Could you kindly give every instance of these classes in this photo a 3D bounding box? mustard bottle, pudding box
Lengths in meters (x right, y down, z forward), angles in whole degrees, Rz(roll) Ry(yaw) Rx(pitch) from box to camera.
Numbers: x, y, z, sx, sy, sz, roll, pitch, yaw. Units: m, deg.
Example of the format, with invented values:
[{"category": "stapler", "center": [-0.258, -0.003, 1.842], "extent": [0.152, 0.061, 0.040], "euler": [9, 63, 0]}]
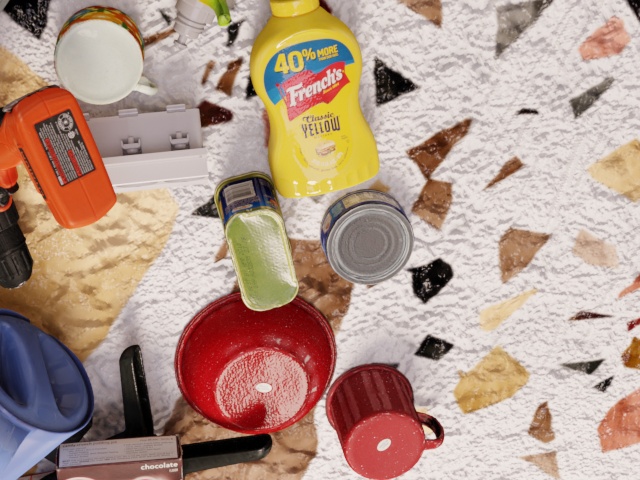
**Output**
[{"category": "mustard bottle", "center": [-0.010, -0.136, 0.914], "extent": [0.096, 0.058, 0.191], "euler": [-13, 115, -5]}, {"category": "pudding box", "center": [-0.183, 0.225, 0.980], "extent": [0.113, 0.039, 0.090], "euler": [-5, 126, -11]}]

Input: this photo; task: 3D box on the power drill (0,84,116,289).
[{"category": "power drill", "center": [-0.246, -0.044, 0.857], "extent": [0.057, 0.188, 0.184], "euler": [-38, 115, -41]}]

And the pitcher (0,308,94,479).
[{"category": "pitcher", "center": [-0.329, 0.188, 0.951], "extent": [0.243, 0.149, 0.145], "euler": [-42, 71, 19]}]

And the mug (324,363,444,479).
[{"category": "mug", "center": [0.067, 0.184, 1.057], "extent": [0.117, 0.081, 0.093], "euler": [13, 111, -15]}]

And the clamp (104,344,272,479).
[{"category": "clamp", "center": [-0.168, 0.199, 1.028], "extent": [0.164, 0.036, 0.210], "euler": [42, 120, -9]}]

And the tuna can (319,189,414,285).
[{"category": "tuna can", "center": [0.044, -0.002, 0.996], "extent": [0.086, 0.034, 0.086], "euler": [-3, 114, -8]}]

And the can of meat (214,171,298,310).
[{"category": "can of meat", "center": [-0.056, 0.001, 0.954], "extent": [0.057, 0.084, 0.102], "euler": [-15, 115, -3]}]

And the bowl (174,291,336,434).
[{"category": "bowl", "center": [-0.059, 0.130, 1.027], "extent": [0.162, 0.055, 0.162], "euler": [-4, 114, -8]}]
